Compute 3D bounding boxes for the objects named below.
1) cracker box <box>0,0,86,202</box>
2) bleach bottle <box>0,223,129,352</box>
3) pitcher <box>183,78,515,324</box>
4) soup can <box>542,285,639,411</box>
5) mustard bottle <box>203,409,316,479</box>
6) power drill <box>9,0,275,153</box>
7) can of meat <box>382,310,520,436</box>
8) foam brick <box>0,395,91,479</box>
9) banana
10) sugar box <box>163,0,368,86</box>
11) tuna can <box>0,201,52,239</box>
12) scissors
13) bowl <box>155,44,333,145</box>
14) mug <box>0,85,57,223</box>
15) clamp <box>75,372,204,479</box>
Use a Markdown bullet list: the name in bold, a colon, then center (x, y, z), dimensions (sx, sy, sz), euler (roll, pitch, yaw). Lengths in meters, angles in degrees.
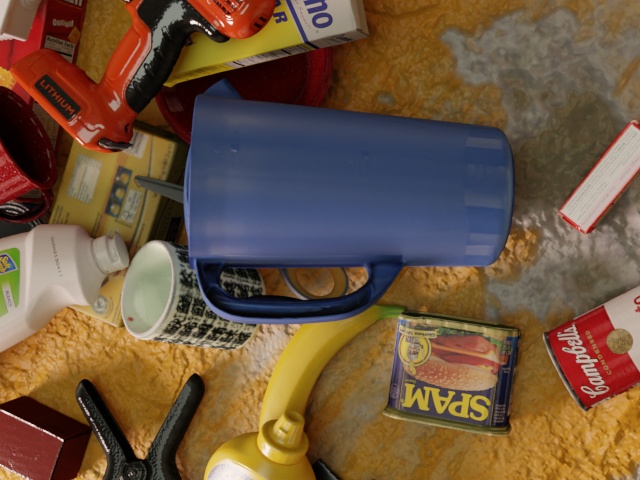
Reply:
- **cracker box**: center (-0.314, -0.155, 0.968), dimensions (0.164, 0.072, 0.214), euler (14, 96, 16)
- **bleach bottle**: center (-0.277, 0.055, 0.887), dimensions (0.251, 0.068, 0.102), euler (-19, 81, 7)
- **pitcher**: center (0.018, -0.028, 0.810), dimensions (0.242, 0.145, 0.149), euler (3, 119, -3)
- **soup can**: center (0.230, 0.077, 0.808), dimensions (0.102, 0.068, 0.068), euler (-30, 83, 16)
- **mustard bottle**: center (-0.054, 0.217, 0.881), dimensions (0.096, 0.058, 0.192), euler (33, 118, 17)
- **power drill**: center (-0.151, -0.175, 0.815), dimensions (0.184, 0.057, 0.188), euler (45, 105, 12)
- **can of meat**: center (0.107, 0.104, 0.854), dimensions (0.102, 0.057, 0.084), euler (8, 92, 16)
- **foam brick**: center (-0.260, 0.184, 0.974), dimensions (0.078, 0.053, 0.051), euler (22, 98, 16)
- **banana**: center (-0.008, 0.121, 0.900), dimensions (0.070, 0.037, 0.198), euler (36, 102, 13)
- **sugar box**: center (-0.057, -0.187, 0.841), dimensions (0.176, 0.048, 0.093), euler (-12, 89, 18)
- **tuna can**: center (-0.281, 0.006, 0.983), dimensions (0.086, 0.033, 0.086), euler (1, 92, 17)
- **scissors**: center (-0.056, 0.001, 0.878), dimensions (0.201, 0.016, 0.096), euler (5, 79, -6)
- **bowl**: center (-0.060, -0.147, 0.897), dimensions (0.162, 0.055, 0.162), euler (1, 92, 17)
- **mug**: center (-0.272, -0.060, 0.887), dimensions (0.081, 0.093, 0.117), euler (-25, 127, 12)
- **clamp**: center (-0.149, 0.196, 0.940), dimensions (0.120, 0.039, 0.171), euler (-14, 81, 18)
